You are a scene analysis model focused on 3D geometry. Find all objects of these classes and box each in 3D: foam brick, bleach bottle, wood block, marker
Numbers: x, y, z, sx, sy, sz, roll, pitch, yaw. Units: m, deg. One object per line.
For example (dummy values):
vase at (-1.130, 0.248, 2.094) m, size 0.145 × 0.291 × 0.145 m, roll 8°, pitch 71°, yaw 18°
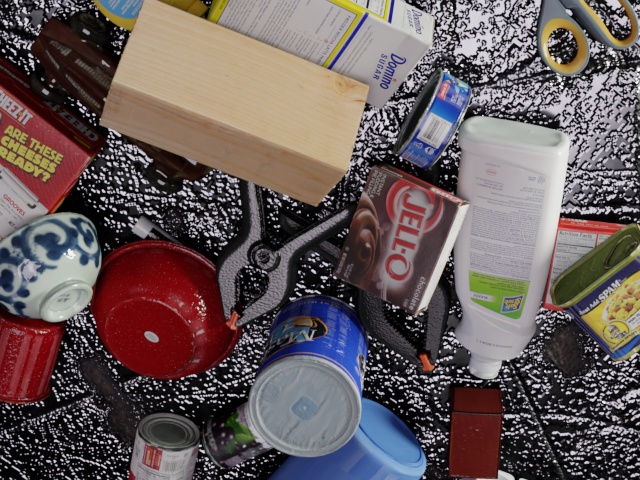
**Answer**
foam brick at (0.156, 0.195, 1.080) m, size 0.051 × 0.053 × 0.078 m, roll 2°, pitch 112°, yaw 5°
bleach bottle at (0.164, 0.016, 1.004) m, size 0.103 × 0.068 × 0.251 m, roll 13°, pitch 117°, yaw 14°
wood block at (-0.075, -0.117, 0.928) m, size 0.206 × 0.090 × 0.090 m, roll 20°, pitch 156°, yaw -11°
marker at (-0.133, 0.017, 1.060) m, size 0.121 × 0.020 × 0.020 m, roll 36°, pitch 111°, yaw -8°

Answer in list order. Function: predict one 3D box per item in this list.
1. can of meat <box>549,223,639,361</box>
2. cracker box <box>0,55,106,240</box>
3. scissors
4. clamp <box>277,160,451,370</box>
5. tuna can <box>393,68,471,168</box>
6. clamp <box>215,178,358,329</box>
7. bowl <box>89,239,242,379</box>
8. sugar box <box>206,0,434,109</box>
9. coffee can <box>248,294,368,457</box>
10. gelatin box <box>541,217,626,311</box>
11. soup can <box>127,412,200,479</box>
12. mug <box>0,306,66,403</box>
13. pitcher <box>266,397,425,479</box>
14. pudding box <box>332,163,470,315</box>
can of meat at (0.277, 0.049, 0.974) m, size 0.102 × 0.057 × 0.084 m, roll -41°, pitch 104°, yaw 20°
cracker box at (-0.334, -0.062, 1.023) m, size 0.164 × 0.072 × 0.214 m, roll 39°, pitch 109°, yaw -10°
scissors at (0.188, -0.223, 0.933) m, size 0.201 × 0.016 × 0.096 m, roll 36°, pitch 111°, yaw -8°
clamp at (0.076, 0.026, 1.031) m, size 0.165 × 0.036 × 0.210 m, roll -27°, pitch 103°, yaw 16°
tuna can at (0.100, -0.107, 0.950) m, size 0.033 × 0.086 × 0.086 m, roll 27°, pitch 112°, yaw -7°
clamp at (-0.057, 0.001, 1.008) m, size 0.120 × 0.039 × 0.171 m, roll 37°, pitch 104°, yaw 4°
bowl at (-0.161, 0.082, 1.057) m, size 0.162 × 0.055 × 0.162 m, roll 5°, pitch 119°, yaw 9°
sugar box at (0.000, -0.188, 0.919) m, size 0.176 × 0.048 × 0.093 m, roll 21°, pitch 140°, yaw -18°
coffee can at (-0.008, 0.126, 1.024) m, size 0.103 × 0.140 × 0.103 m, roll 2°, pitch 111°, yaw 5°
gelatin box at (0.254, 0.025, 1.015) m, size 0.073 × 0.030 × 0.089 m, roll 6°, pitch 111°, yaw 5°
soup can at (-0.167, 0.242, 1.126) m, size 0.068 × 0.068 × 0.102 m, roll 14°, pitch 112°, yaw 1°
mug at (-0.314, 0.100, 1.083) m, size 0.117 × 0.093 × 0.081 m, roll 32°, pitch 111°, yaw 32°
pitcher at (0.001, 0.286, 1.088) m, size 0.149 × 0.145 × 0.243 m, roll 37°, pitch 108°, yaw -5°
pudding box at (0.073, -0.002, 0.971) m, size 0.090 × 0.039 × 0.113 m, roll 26°, pitch 109°, yaw 22°
